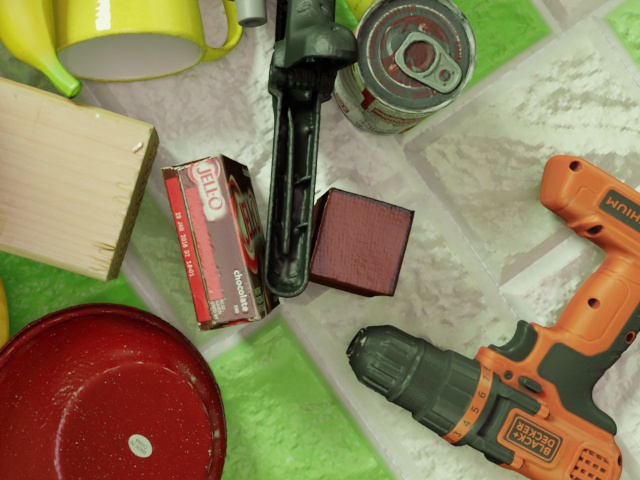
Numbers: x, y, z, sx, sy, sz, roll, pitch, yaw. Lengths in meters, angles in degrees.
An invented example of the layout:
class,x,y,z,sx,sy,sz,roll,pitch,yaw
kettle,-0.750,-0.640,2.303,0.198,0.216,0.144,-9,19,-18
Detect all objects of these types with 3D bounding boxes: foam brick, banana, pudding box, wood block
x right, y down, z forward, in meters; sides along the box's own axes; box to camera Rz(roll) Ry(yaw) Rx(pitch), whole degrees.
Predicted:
class,x,y,z,sx,sy,sz,roll,pitch,yaw
foam brick,0.019,0.003,0.630,0.051,0.078,0.053,15,85,-5
banana,-0.139,-0.178,0.559,0.069,0.037,0.198,12,98,-4
pudding box,-0.054,0.001,0.604,0.039,0.113,0.090,-12,90,1
wood block,-0.203,-0.050,0.602,0.206,0.090,0.091,18,87,-6

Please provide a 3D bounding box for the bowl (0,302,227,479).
class,x,y,z,sx,sy,sz,roll,pitch,yaw
bowl,-0.112,0.114,0.593,0.161,0.055,0.162,4,82,-32

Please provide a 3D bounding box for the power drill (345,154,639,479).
class,x,y,z,sx,sy,sz,roll,pitch,yaw
power drill,0.131,0.045,0.653,0.184,0.057,0.187,29,88,-8

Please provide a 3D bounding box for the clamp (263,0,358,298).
class,x,y,z,sx,sy,sz,roll,pitch,yaw
clamp,-0.011,-0.083,0.595,0.036,0.210,0.165,7,125,-8

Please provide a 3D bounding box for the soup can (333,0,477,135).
class,x,y,z,sx,sy,sz,roll,pitch,yaw
soup can,0.046,-0.100,0.623,0.068,0.102,0.068,0,88,-6
